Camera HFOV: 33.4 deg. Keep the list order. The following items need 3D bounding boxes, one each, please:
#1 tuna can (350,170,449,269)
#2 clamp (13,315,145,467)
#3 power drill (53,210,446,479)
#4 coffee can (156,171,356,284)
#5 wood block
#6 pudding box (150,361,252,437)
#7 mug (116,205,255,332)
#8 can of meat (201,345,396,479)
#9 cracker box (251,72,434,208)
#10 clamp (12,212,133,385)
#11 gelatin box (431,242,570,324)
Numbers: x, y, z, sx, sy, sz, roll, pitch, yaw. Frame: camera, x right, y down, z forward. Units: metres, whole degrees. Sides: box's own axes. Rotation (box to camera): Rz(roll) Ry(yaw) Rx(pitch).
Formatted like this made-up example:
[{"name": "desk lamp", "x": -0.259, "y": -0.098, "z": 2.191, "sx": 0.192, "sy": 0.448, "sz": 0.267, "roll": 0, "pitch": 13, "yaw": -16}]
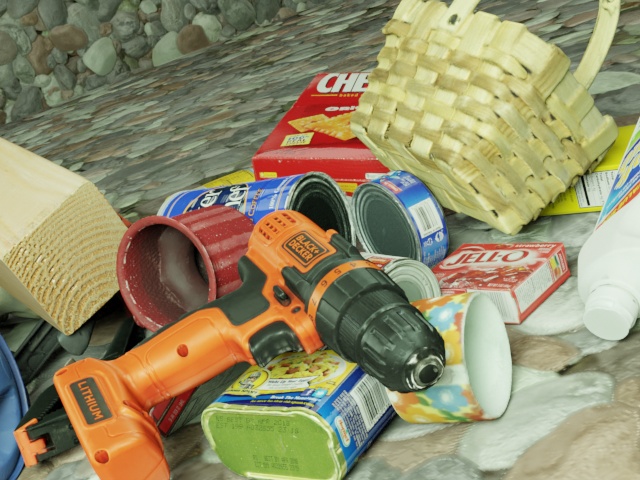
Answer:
[{"name": "tuna can", "x": 0.063, "y": -0.012, "z": 0.843, "sx": 0.033, "sy": 0.086, "sz": 0.086, "roll": -26, "pitch": 19, "yaw": -26}, {"name": "clamp", "x": -0.135, "y": 0.100, "z": 0.789, "sx": 0.165, "sy": 0.036, "sz": 0.209, "roll": -9, "pitch": 16, "yaw": 30}, {"name": "power drill", "x": -0.042, "y": 0.069, "z": 0.585, "sx": 0.187, "sy": 0.057, "sz": 0.185, "roll": -33, "pitch": 32, "yaw": -12}, {"name": "coffee can", "x": -0.056, "y": 0.001, "z": 0.896, "sx": 0.141, "sy": 0.103, "sz": 0.102, "roll": -6, "pitch": 21, "yaw": 33}, {"name": "wood block", "x": -0.243, "y": -0.014, "z": 0.871, "sx": 0.090, "sy": 0.090, "sz": 0.206, "roll": -46, "pitch": 39, "yaw": -18}, {"name": "pudding box", "x": -0.064, "y": 0.076, "z": 0.721, "sx": 0.113, "sy": 0.039, "sz": 0.090, "roll": -30, "pitch": -15, "yaw": -37}, {"name": "mug", "x": -0.100, "y": 0.027, "z": 0.818, "sx": 0.117, "sy": 0.093, "sz": 0.081, "roll": -49, "pitch": -15, "yaw": 31}, {"name": "can of meat", "x": -0.008, "y": 0.098, "z": 0.635, "sx": 0.102, "sy": 0.057, "sz": 0.083, "roll": -5, "pitch": 24, "yaw": 38}, {"name": "cracker box", "x": 0.045, "y": -0.101, "z": 1.060, "sx": 0.164, "sy": 0.072, "sz": 0.213, "roll": 2, "pitch": 32, "yaw": 18}, {"name": "clamp", "x": -0.209, "y": 0.050, "z": 0.908, "sx": 0.120, "sy": 0.039, "sz": 0.171, "roll": -27, "pitch": 28, "yaw": 35}, {"name": "gelatin box", "x": 0.120, "y": 0.028, "z": 0.758, "sx": 0.089, "sy": 0.030, "sz": 0.073, "roll": 0, "pitch": 25, "yaw": 44}]
